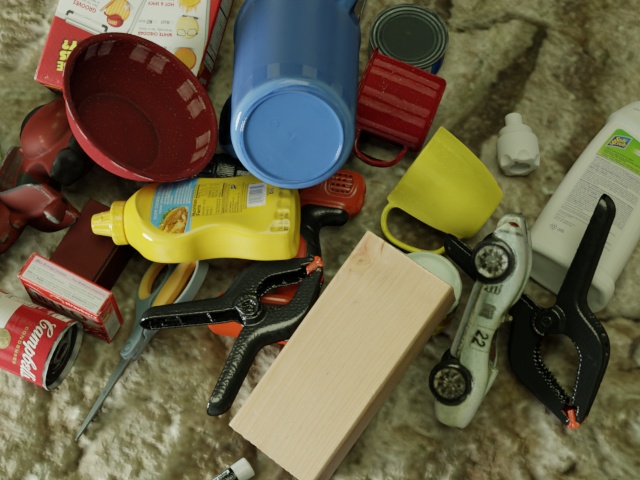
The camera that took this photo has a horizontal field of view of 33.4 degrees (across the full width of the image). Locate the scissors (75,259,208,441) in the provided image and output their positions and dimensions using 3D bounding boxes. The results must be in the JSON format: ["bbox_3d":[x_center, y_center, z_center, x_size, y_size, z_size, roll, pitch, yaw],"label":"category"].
[{"bbox_3d":[-0.179,0.088,1.008,0.202,0.016,0.096,-50,34,2],"label":"scissors"}]

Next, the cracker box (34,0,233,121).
[{"bbox_3d":[-0.180,-0.239,1.104,0.164,0.072,0.214,16,87,6],"label":"cracker box"}]

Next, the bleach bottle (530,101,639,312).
[{"bbox_3d":[0.301,-0.052,1.073,0.103,0.068,0.250,33,66,13],"label":"bleach bottle"}]

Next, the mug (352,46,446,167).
[{"bbox_3d":[0.074,-0.129,1.089,0.081,0.093,0.117,22,79,3],"label":"mug"}]

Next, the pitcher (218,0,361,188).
[{"bbox_3d":[-0.031,-0.143,1.014,0.145,0.149,0.243,1,31,0],"label":"pitcher"}]

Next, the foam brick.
[{"bbox_3d":[-0.217,0.011,1.030,0.051,0.053,0.078,25,66,9],"label":"foam brick"}]

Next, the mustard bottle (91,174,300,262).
[{"bbox_3d":[-0.116,-0.020,0.985,0.191,0.058,0.096,-3,42,4],"label":"mustard bottle"}]

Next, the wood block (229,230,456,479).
[{"bbox_3d":[0.023,0.106,0.941,0.091,0.090,0.206,35,87,14],"label":"wood block"}]

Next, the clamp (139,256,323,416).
[{"bbox_3d":[-0.062,0.077,0.948,0.171,0.039,0.120,-27,69,-11],"label":"clamp"}]

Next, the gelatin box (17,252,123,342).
[{"bbox_3d":[-0.233,0.055,0.997,0.089,0.073,0.030,25,66,9],"label":"gelatin box"}]

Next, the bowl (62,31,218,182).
[{"bbox_3d":[-0.178,-0.114,1.005,0.161,0.055,0.162,21,52,-30],"label":"bowl"}]

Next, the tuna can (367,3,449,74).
[{"bbox_3d":[0.094,-0.212,1.155,0.086,0.034,0.086,1,65,-2],"label":"tuna can"}]

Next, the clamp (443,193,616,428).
[{"bbox_3d":[0.203,0.070,0.994,0.165,0.036,0.210,-7,91,27],"label":"clamp"}]

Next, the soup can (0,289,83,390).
[{"bbox_3d":[-0.280,0.088,0.984,0.102,0.068,0.068,22,66,8],"label":"soup can"}]

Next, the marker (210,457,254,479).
[{"bbox_3d":[-0.114,0.234,0.948,0.121,0.020,0.020,-31,70,-15],"label":"marker"}]

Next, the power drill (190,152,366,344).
[{"bbox_3d":[-0.057,0.001,1.038,0.184,0.057,0.187,8,66,5],"label":"power drill"}]
